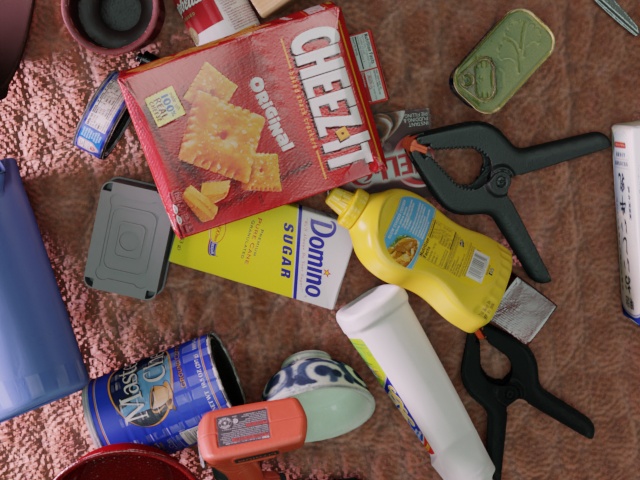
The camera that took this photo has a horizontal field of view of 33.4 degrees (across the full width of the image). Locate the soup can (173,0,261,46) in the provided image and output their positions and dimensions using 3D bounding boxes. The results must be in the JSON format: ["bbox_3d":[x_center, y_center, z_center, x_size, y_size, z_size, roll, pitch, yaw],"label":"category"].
[{"bbox_3d":[-0.096,-0.214,1.050,0.068,0.068,0.102,-27,97,4],"label":"soup can"}]

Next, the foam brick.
[{"bbox_3d":[0.196,0.065,1.078,0.053,0.078,0.051,36,95,-4],"label":"foam brick"}]

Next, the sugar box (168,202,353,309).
[{"bbox_3d":[-0.057,0.001,1.090,0.176,0.048,0.093,16,98,0],"label":"sugar box"}]

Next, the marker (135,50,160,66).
[{"bbox_3d":[-0.131,-0.160,1.083,0.121,0.020,0.020,26,97,-2],"label":"marker"}]

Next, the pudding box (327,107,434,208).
[{"bbox_3d":[0.059,-0.084,1.080,0.113,0.039,0.090,-7,98,2],"label":"pudding box"}]

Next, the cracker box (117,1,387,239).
[{"bbox_3d":[-0.062,-0.112,1.002,0.213,0.072,0.164,-18,108,-1],"label":"cracker box"}]

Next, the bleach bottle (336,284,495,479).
[{"bbox_3d":[0.110,0.166,1.080,0.068,0.103,0.251,-32,95,-10],"label":"bleach bottle"}]

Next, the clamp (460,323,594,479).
[{"bbox_3d":[0.208,0.157,1.110,0.120,0.039,0.171,-19,97,2],"label":"clamp"}]

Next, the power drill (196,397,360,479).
[{"bbox_3d":[-0.042,0.236,1.071,0.184,0.057,0.187,-11,135,-4],"label":"power drill"}]

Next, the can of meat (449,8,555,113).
[{"bbox_3d":[0.173,-0.174,1.043,0.057,0.084,0.102,42,96,-5],"label":"can of meat"}]

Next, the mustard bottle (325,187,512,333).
[{"bbox_3d":[0.090,0.004,1.034,0.191,0.058,0.096,31,57,-8],"label":"mustard bottle"}]

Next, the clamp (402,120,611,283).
[{"bbox_3d":[0.176,-0.051,1.067,0.209,0.036,0.164,13,99,-16],"label":"clamp"}]

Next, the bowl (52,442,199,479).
[{"bbox_3d":[-0.188,0.251,1.034,0.162,0.055,0.162,-3,118,-6],"label":"bowl"}]

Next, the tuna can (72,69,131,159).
[{"bbox_3d":[-0.210,-0.123,1.056,0.033,0.086,0.086,29,97,-5],"label":"tuna can"}]

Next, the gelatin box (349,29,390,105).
[{"bbox_3d":[0.018,-0.165,1.075,0.089,0.030,0.073,-15,96,3],"label":"gelatin box"}]

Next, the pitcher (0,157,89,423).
[{"bbox_3d":[-0.325,0.053,1.046,0.145,0.149,0.243,-22,87,-5],"label":"pitcher"}]

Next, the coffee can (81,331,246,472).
[{"bbox_3d":[-0.157,0.165,1.085,0.140,0.103,0.103,-22,97,4],"label":"coffee can"}]

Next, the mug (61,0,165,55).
[{"bbox_3d":[-0.190,-0.236,1.042,0.093,0.081,0.117,38,97,-4],"label":"mug"}]
